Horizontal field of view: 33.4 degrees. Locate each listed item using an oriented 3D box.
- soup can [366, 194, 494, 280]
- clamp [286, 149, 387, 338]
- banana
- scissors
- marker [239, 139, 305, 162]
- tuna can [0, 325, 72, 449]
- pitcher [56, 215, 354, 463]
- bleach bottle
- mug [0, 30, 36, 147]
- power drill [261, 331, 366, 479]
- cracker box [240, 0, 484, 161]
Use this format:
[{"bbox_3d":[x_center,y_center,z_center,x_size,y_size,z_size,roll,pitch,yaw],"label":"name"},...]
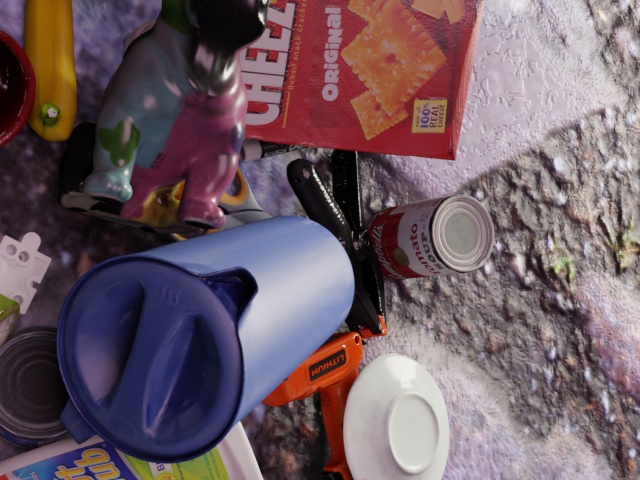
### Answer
[{"bbox_3d":[0.094,-0.001,0.927,0.068,0.102,0.068,3,84,-29],"label":"soup can"},{"bbox_3d":[0.017,0.001,0.891,0.120,0.039,0.171,-9,84,-60],"label":"clamp"},{"bbox_3d":[-0.196,-0.138,0.784,0.037,0.070,0.198,7,48,-25],"label":"banana"},{"bbox_3d":[-0.056,0.001,0.891,0.201,0.016,0.096,45,68,-23],"label":"scissors"},{"bbox_3d":[-0.017,-0.088,0.921,0.120,0.020,0.020,-15,93,-30],"label":"marker"},{"bbox_3d":[-0.203,0.106,0.772,0.086,0.034,0.086,6,67,-14],"label":"tuna can"},{"bbox_3d":[-0.072,0.059,0.758,0.242,0.149,0.145,-26,120,-66],"label":"pitcher"},{"bbox_3d":[-0.168,0.188,0.738,0.250,0.068,0.102,-14,67,-26],"label":"bleach bottle"},{"bbox_3d":[-0.249,-0.123,0.712,0.093,0.082,0.117,-16,123,-25],"label":"mug"},{"bbox_3d":[0.003,0.181,0.870,0.184,0.058,0.187,-25,99,-44],"label":"power drill"},{"bbox_3d":[0.018,-0.158,0.864,0.213,0.072,0.164,5,107,-17],"label":"cracker box"}]
